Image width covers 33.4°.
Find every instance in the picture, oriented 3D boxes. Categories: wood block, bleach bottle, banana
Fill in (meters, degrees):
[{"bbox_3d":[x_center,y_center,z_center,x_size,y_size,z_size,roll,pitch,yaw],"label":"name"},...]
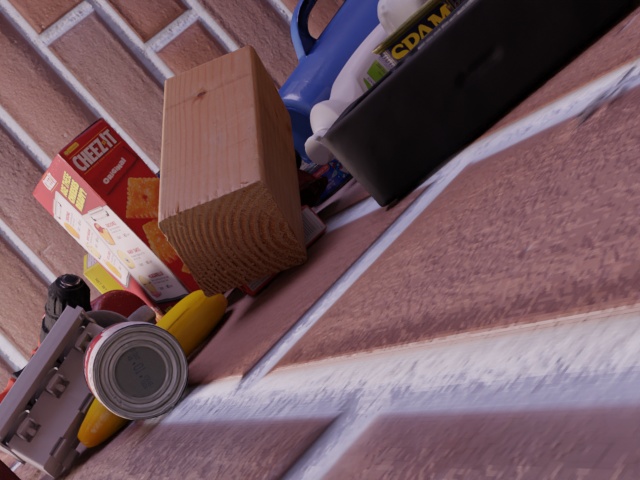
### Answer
[{"bbox_3d":[-0.075,-0.063,0.893,0.091,0.090,0.206,-21,39,11],"label":"wood block"},{"bbox_3d":[0.059,-0.161,1.094,0.250,0.102,0.068,-46,5,-38],"label":"bleach bottle"},{"bbox_3d":[-0.127,0.093,0.880,0.197,0.037,0.070,-47,-14,-47],"label":"banana"}]

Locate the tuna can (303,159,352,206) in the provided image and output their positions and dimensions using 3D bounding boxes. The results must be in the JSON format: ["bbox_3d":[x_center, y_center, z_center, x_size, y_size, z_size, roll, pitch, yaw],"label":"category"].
[{"bbox_3d":[0.012,-0.075,1.116,0.086,0.033,0.086,-41,7,6],"label":"tuna can"}]

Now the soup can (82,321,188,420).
[{"bbox_3d":[-0.135,0.093,0.775,0.068,0.068,0.102,-44,8,-14],"label":"soup can"}]

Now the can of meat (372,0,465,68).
[{"bbox_3d":[0.113,-0.176,0.972,0.102,0.084,0.057,-38,8,27],"label":"can of meat"}]

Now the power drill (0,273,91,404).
[{"bbox_3d":[-0.288,0.134,0.992,0.187,0.057,0.184,-30,-39,-44],"label":"power drill"}]

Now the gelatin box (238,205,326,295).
[{"bbox_3d":[-0.041,0.008,0.922,0.089,0.030,0.073,-42,6,-6],"label":"gelatin box"}]

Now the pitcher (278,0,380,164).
[{"bbox_3d":[0.038,-0.207,1.232,0.242,0.149,0.145,-53,-30,-26],"label":"pitcher"}]

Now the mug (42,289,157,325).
[{"bbox_3d":[-0.231,0.096,1.107,0.082,0.117,0.093,-31,36,35],"label":"mug"}]

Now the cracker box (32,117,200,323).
[{"bbox_3d":[-0.197,-0.013,1.139,0.072,0.213,0.164,-46,8,-26],"label":"cracker box"}]
